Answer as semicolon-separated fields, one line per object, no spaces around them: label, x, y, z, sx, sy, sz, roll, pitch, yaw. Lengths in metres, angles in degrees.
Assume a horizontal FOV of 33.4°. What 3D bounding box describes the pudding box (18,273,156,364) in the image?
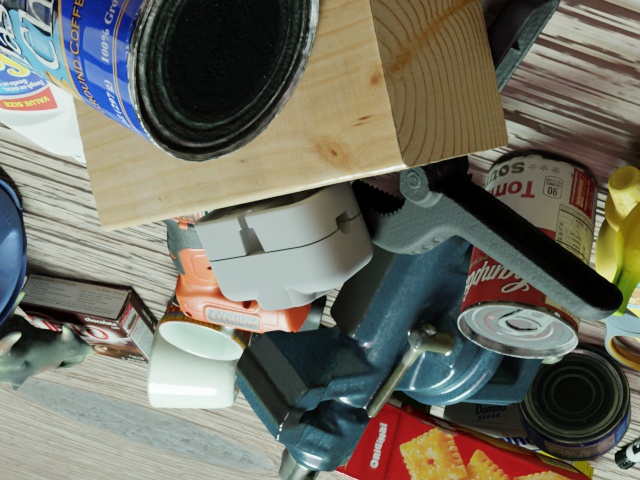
pudding box;-0.216;0.074;1.003;0.114;0.039;0.090;6;151;19

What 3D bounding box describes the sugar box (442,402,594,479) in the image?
sugar box;0.187;0.192;0.996;0.093;0.048;0.176;-1;149;31

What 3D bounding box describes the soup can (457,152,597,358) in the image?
soup can;0.122;0.009;0.623;0.068;0.102;0.068;12;154;6

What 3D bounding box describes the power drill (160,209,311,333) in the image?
power drill;-0.055;0.001;0.761;0.184;0.057;0.187;12;150;16

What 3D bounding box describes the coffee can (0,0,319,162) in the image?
coffee can;-0.086;-0.108;0.459;0.140;0.102;0.102;31;163;32

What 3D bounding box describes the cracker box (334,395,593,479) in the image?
cracker box;0.103;0.178;0.855;0.214;0.072;0.164;22;175;8

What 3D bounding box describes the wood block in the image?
wood block;-0.023;-0.068;0.543;0.207;0.090;0.090;-10;-177;41

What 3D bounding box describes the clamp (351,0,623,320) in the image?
clamp;0.064;-0.048;0.579;0.210;0.036;0.164;9;114;49

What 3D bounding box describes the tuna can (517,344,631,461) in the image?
tuna can;0.194;0.123;0.819;0.086;0.086;0.033;6;149;20
